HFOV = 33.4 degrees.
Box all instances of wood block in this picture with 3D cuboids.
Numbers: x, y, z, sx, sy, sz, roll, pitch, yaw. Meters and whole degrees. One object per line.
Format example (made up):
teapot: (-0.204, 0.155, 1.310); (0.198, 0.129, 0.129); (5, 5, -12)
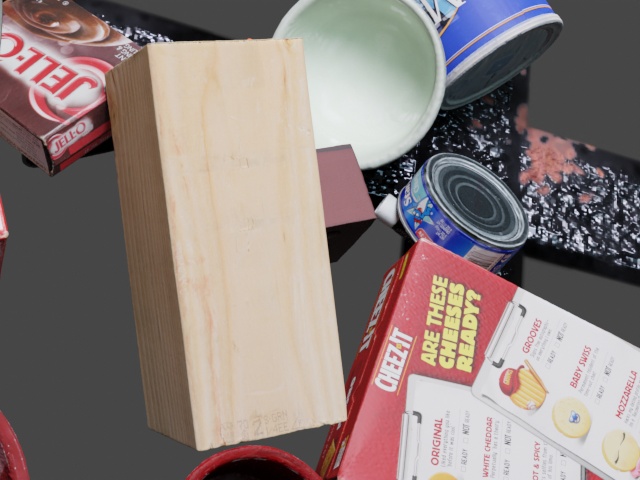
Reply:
wood block: (-0.053, 0.001, 0.590); (0.090, 0.091, 0.206); (-7, 91, -25)

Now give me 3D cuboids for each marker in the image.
marker: (0.089, 0.011, 0.718); (0.121, 0.020, 0.020); (36, 60, -2)

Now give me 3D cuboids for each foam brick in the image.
foam brick: (-0.008, -0.018, 0.662); (0.052, 0.078, 0.051); (-11, 73, -22)

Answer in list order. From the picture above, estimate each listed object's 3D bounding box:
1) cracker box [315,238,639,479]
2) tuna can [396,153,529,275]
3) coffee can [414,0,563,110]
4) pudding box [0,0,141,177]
cracker box: (0.119, 0.121, 0.652); (0.213, 0.072, 0.164); (26, 61, -7)
tuna can: (0.095, -0.017, 0.707); (0.086, 0.034, 0.086); (23, 39, -20)
coffee can: (0.090, -0.178, 0.754); (0.102, 0.103, 0.140); (-26, 78, -28)
pudding box: (-0.165, -0.100, 0.643); (0.114, 0.039, 0.089); (35, 57, 25)
